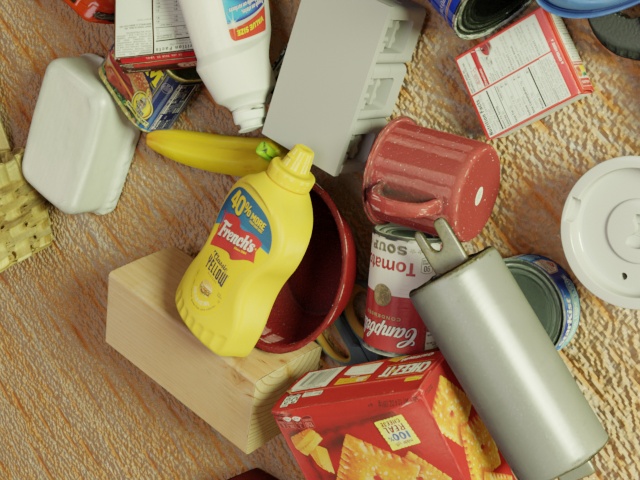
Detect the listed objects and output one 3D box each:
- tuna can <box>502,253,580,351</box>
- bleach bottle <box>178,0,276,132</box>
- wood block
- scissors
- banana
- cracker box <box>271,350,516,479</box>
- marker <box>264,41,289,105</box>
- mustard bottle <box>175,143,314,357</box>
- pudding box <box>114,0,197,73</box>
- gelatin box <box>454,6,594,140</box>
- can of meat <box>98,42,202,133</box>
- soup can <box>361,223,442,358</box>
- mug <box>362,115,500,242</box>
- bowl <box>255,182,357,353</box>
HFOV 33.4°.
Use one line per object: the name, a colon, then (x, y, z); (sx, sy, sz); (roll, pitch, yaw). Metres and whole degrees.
tuna can: (0.162, 0.054, 0.851); (0.086, 0.033, 0.086); (8, 103, 38)
bleach bottle: (-0.084, -0.222, 0.960); (0.068, 0.102, 0.251); (-14, 90, 37)
wood block: (-0.108, 0.100, 1.036); (0.206, 0.090, 0.091); (31, 127, 31)
scissors: (0.060, 0.118, 0.957); (0.202, 0.016, 0.096); (50, 126, 21)
banana: (-0.087, -0.086, 1.010); (0.198, 0.069, 0.037); (8, 71, 49)
cracker box: (0.074, 0.205, 0.888); (0.164, 0.072, 0.213); (-15, 107, 40)
marker: (-0.024, -0.172, 0.972); (0.020, 0.020, 0.121); (53, 126, 19)
mustard bottle: (-0.056, 0.001, 0.926); (0.096, 0.058, 0.192); (49, 118, 41)
pudding box: (-0.147, -0.217, 1.006); (0.090, 0.039, 0.113); (-4, 75, 6)
gelatin box: (0.156, -0.128, 0.827); (0.089, 0.030, 0.073); (-27, 82, 39)
can of meat: (-0.168, -0.170, 1.066); (0.102, 0.057, 0.084); (55, 128, 17)
soup can: (0.073, 0.041, 0.900); (0.069, 0.068, 0.102); (14, 106, 37)
mug: (0.085, -0.043, 0.847); (0.082, 0.117, 0.093); (18, 116, 30)
bowl: (-0.019, 0.022, 0.967); (0.162, 0.055, 0.162); (-6, 81, 43)
